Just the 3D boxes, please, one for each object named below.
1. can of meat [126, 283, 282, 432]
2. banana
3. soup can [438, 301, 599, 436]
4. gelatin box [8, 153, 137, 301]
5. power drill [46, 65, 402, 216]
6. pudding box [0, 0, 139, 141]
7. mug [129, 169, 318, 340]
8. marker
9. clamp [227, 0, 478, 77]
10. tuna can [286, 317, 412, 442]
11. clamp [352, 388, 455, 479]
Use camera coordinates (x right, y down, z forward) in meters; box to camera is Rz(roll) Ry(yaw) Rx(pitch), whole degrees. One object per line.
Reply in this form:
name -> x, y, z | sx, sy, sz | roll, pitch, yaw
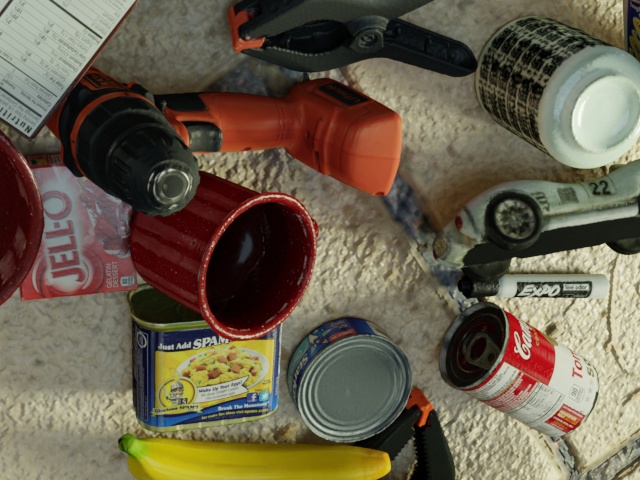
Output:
can of meat -> -0.075, 0.075, 0.708 | 0.102, 0.057, 0.084 | -4, 115, -17
banana -> -0.051, 0.159, 0.747 | 0.197, 0.070, 0.037 | 7, 75, -22
soup can -> 0.147, 0.096, 0.785 | 0.102, 0.068, 0.068 | 30, 100, -27
gelatin box -> -0.153, -0.009, 0.661 | 0.073, 0.030, 0.089 | -5, 113, -17
power drill -> -0.051, -0.058, 0.600 | 0.187, 0.185, 0.057 | 0, 112, -29
pudding box -> -0.150, -0.120, 0.535 | 0.090, 0.039, 0.113 | 37, 98, -29
mug -> -0.054, 0.001, 0.662 | 0.117, 0.082, 0.093 | -23, 123, -39
marker -> 0.157, 0.033, 0.790 | 0.121, 0.020, 0.020 | 1, 111, -19
clamp -> 0.033, -0.141, 0.641 | 0.171, 0.039, 0.120 | -5, 145, -18
tuna can -> 0.020, 0.099, 0.762 | 0.086, 0.034, 0.086 | -7, 114, -16
clamp -> 0.058, 0.214, 0.821 | 0.164, 0.036, 0.210 | 15, 106, -23
